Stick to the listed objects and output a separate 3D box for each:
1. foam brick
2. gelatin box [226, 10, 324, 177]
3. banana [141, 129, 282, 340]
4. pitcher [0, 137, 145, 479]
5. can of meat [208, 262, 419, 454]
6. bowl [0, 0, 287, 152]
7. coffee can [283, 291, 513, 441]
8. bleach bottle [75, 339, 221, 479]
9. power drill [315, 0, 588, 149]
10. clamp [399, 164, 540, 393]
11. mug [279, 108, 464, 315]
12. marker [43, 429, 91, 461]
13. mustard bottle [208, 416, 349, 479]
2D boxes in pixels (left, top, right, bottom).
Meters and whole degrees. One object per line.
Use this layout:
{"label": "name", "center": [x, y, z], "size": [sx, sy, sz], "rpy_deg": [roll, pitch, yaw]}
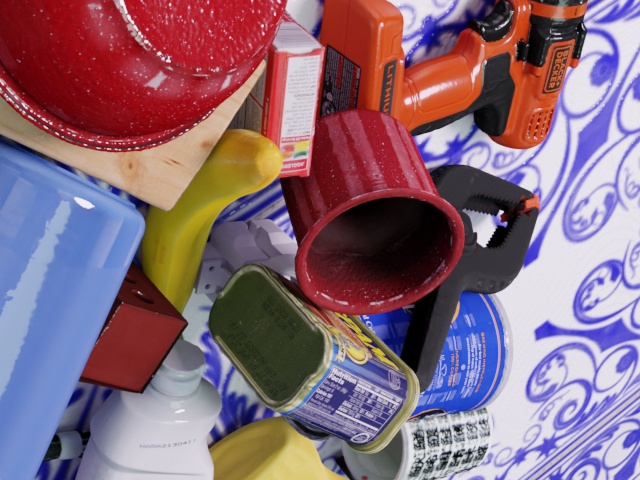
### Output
{"label": "foam brick", "center": [-0.122, 0.040, 0.595], "size": [0.052, 0.078, 0.051], "rpy_deg": [23, 104, -48]}
{"label": "gelatin box", "center": [-0.030, -0.085, 0.568], "size": [0.030, 0.089, 0.073], "rpy_deg": [-8, 125, -23]}
{"label": "banana", "center": [-0.065, -0.012, 0.585], "size": [0.037, 0.070, 0.198], "rpy_deg": [-24, 159, -32]}
{"label": "pitcher", "center": [-0.192, 0.066, 0.506], "size": [0.243, 0.145, 0.149], "rpy_deg": [-64, 157, -3]}
{"label": "can of meat", "center": [-0.007, 0.065, 0.602], "size": [0.057, 0.102, 0.083], "rpy_deg": [-52, 135, 6]}
{"label": "bowl", "center": [-0.062, -0.112, 0.421], "size": [0.161, 0.055, 0.162], "rpy_deg": [-14, 109, -44]}
{"label": "coffee can", "center": [0.048, 0.077, 0.739], "size": [0.140, 0.103, 0.103], "rpy_deg": [-4, 122, -37]}
{"label": "bleach bottle", "center": [-0.108, 0.164, 0.681], "size": [0.102, 0.068, 0.251], "rpy_deg": [-5, 130, -34]}
{"label": "power drill", "center": [0.089, -0.127, 0.657], "size": [0.187, 0.057, 0.184], "rpy_deg": [-16, 129, -30]}
{"label": "clamp", "center": [0.084, 0.009, 0.712], "size": [0.209, 0.164, 0.036], "rpy_deg": [-10, 165, -43]}
{"label": "mug", "center": [0.029, -0.013, 0.600], "size": [0.093, 0.081, 0.117], "rpy_deg": [-31, 134, 14]}
{"label": "marker", "center": [-0.141, 0.130, 0.688], "size": [0.120, 0.020, 0.020], "rpy_deg": [2, 118, -40]}
{"label": "mustard bottle", "center": [-0.012, 0.211, 0.796], "size": [0.096, 0.058, 0.191], "rpy_deg": [-34, 128, 7]}
